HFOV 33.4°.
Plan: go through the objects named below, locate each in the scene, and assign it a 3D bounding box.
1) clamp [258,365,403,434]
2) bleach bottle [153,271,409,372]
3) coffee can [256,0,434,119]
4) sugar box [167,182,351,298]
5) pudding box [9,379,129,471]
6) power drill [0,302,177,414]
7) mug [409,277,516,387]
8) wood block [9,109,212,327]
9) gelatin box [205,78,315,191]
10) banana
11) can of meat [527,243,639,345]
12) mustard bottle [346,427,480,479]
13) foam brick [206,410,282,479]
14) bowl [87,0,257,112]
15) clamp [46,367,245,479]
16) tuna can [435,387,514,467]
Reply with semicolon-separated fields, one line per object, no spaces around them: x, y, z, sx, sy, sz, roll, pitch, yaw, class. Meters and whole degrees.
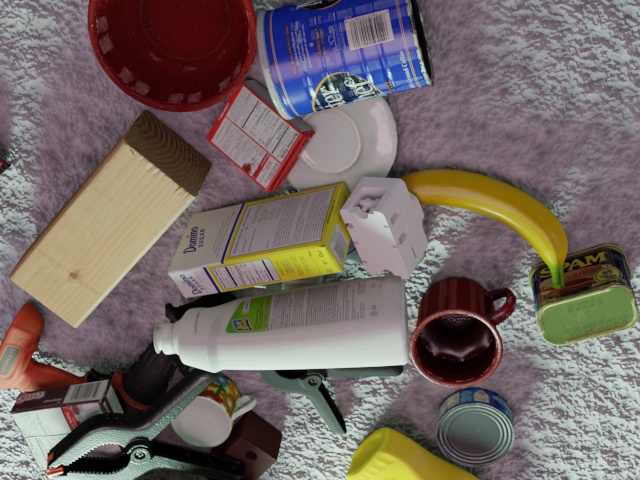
0.002;0.137;1.157;0.171;0.039;0.120;36;109;-27;clamp
-0.039;0.085;1.063;0.251;0.102;0.068;-4;121;7;bleach bottle
0.024;-0.175;0.973;0.140;0.102;0.103;-12;114;13;coffee can
-0.057;0.001;1.061;0.176;0.093;0.048;-12;128;26;sugar box
-0.273;0.206;1.179;0.114;0.039;0.090;-9;121;15;pudding box
-0.267;0.147;1.198;0.187;0.057;0.185;30;116;-7;power drill
0.149;0.084;1.096;0.117;0.081;0.093;-36;107;22;mug
-0.214;-0.021;1.090;0.090;0.090;0.206;40;114;-13;wood block
-0.059;-0.103;1.045;0.089;0.030;0.073;41;117;14;gelatin box
0.166;-0.029;1.048;0.198;0.069;0.037;29;155;8;banana
0.262;0.056;1.065;0.102;0.084;0.057;-17;113;16;can of meat
0.131;0.284;1.208;0.191;0.058;0.096;30;137;-9;mustard bottle
-0.088;0.245;1.226;0.053;0.051;0.078;36;115;-11;foam brick
-0.134;-0.206;1.006;0.162;0.055;0.162;3;117;6;bowl
-0.186;0.224;1.147;0.210;0.036;0.164;-19;123;0;clamp
0.171;0.206;1.181;0.086;0.033;0.086;3;117;6;tuna can
